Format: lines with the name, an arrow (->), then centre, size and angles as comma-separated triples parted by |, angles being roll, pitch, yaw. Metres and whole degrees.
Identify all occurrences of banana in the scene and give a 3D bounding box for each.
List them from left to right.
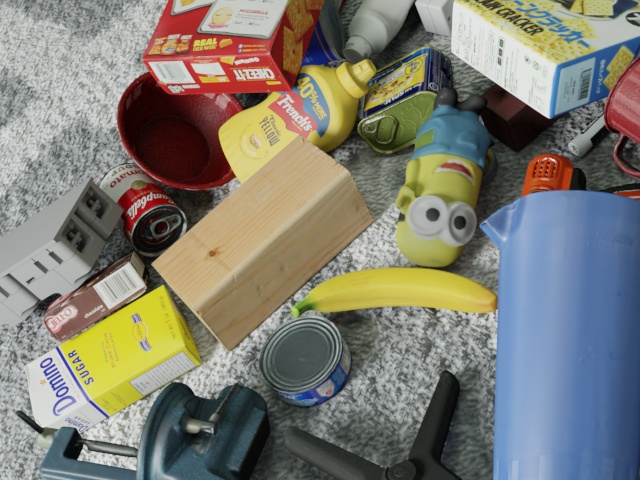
banana -> 0.073, 0.053, 1.024 | 0.198, 0.037, 0.069 | -5, 35, 13

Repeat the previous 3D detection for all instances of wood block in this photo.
wood block -> -0.058, 0.001, 1.103 | 0.206, 0.090, 0.091 | -42, 49, -9

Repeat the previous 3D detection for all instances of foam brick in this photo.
foam brick -> 0.211, -0.142, 1.107 | 0.078, 0.053, 0.051 | -38, 47, -7

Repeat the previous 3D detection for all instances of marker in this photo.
marker -> 0.298, -0.131, 1.078 | 0.121, 0.020, 0.020 | -43, 48, -10

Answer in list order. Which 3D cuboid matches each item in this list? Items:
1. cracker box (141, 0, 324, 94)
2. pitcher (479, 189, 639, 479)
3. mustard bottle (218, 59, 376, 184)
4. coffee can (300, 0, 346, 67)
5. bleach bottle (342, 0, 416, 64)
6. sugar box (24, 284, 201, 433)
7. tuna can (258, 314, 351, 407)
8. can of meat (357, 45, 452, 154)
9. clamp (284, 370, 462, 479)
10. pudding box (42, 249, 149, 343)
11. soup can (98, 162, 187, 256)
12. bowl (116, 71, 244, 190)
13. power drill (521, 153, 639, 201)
cracker box -> -0.084, -0.264, 1.198 | 0.164, 0.072, 0.213 | 2, 57, 27
pitcher -> 0.211, 0.091, 0.850 | 0.149, 0.144, 0.243 | -5, 71, 37
mustard bottle -> -0.018, -0.135, 1.167 | 0.192, 0.058, 0.096 | -35, 70, 22
coffee can -> -0.051, -0.248, 1.286 | 0.140, 0.102, 0.103 | -15, 49, 15
bleach bottle -> 0.103, -0.313, 1.266 | 0.068, 0.103, 0.250 | 32, 70, 1
sugar box -> -0.218, 0.129, 1.111 | 0.176, 0.048, 0.093 | -29, 47, 1
tuna can -> -0.014, 0.116, 1.028 | 0.086, 0.033, 0.086 | -13, 50, 16
can of meat -> 0.094, -0.153, 1.158 | 0.102, 0.057, 0.084 | -23, 40, 31
clamp -> 0.058, 0.203, 0.889 | 0.164, 0.036, 0.210 | -16, 37, 2
pudding box -> -0.241, 0.059, 1.154 | 0.113, 0.039, 0.090 | -31, 12, -2
soup can -> -0.204, -0.036, 1.218 | 0.068, 0.068, 0.102 | -39, 48, -7
bowl -> -0.162, -0.119, 1.239 | 0.162, 0.055, 0.162 | 10, 62, -20
power drill -> 0.262, 0.002, 0.966 | 0.188, 0.057, 0.184 | 2, 62, 26
